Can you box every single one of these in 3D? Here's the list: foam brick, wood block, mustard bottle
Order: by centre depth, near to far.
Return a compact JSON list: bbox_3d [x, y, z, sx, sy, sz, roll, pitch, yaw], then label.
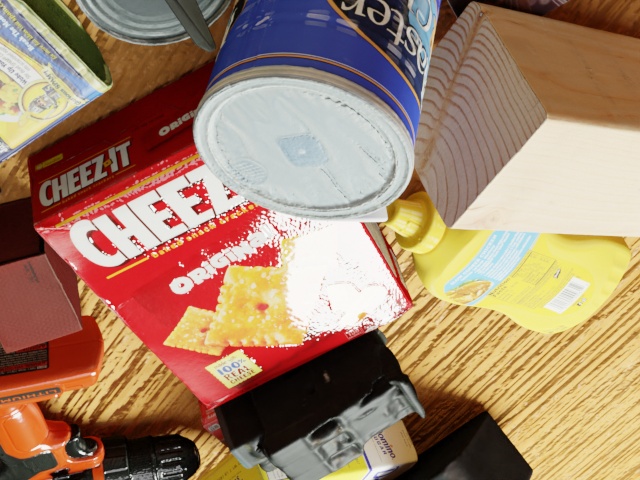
[{"bbox_3d":[0.156,-0.064,0.630,0.205,0.090,0.091,2,141,-37],"label":"wood block"},{"bbox_3d":[-0.186,0.022,0.665,0.053,0.051,0.078,-15,137,-5],"label":"foam brick"},{"bbox_3d":[0.122,0.006,0.748,0.191,0.058,0.096,18,127,-33],"label":"mustard bottle"}]

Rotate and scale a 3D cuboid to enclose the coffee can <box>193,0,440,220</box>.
[{"bbox_3d":[0.004,-0.096,0.523,0.103,0.140,0.103,9,147,6],"label":"coffee can"}]

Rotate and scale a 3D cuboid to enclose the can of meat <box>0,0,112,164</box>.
[{"bbox_3d":[-0.170,-0.095,0.549,0.084,0.057,0.102,-32,136,10],"label":"can of meat"}]

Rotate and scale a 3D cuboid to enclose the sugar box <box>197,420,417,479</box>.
[{"bbox_3d":[-0.011,0.190,0.855,0.175,0.048,0.093,4,144,-43],"label":"sugar box"}]

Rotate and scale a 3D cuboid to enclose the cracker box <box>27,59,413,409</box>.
[{"bbox_3d":[-0.054,0.001,0.673,0.164,0.072,0.213,-26,136,7],"label":"cracker box"}]

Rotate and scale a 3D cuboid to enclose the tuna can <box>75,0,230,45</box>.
[{"bbox_3d":[-0.086,-0.145,0.543,0.086,0.034,0.086,-10,136,-10],"label":"tuna can"}]

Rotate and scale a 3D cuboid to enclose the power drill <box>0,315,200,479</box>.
[{"bbox_3d":[-0.183,0.136,0.777,0.184,0.057,0.188,-9,136,-10],"label":"power drill"}]
